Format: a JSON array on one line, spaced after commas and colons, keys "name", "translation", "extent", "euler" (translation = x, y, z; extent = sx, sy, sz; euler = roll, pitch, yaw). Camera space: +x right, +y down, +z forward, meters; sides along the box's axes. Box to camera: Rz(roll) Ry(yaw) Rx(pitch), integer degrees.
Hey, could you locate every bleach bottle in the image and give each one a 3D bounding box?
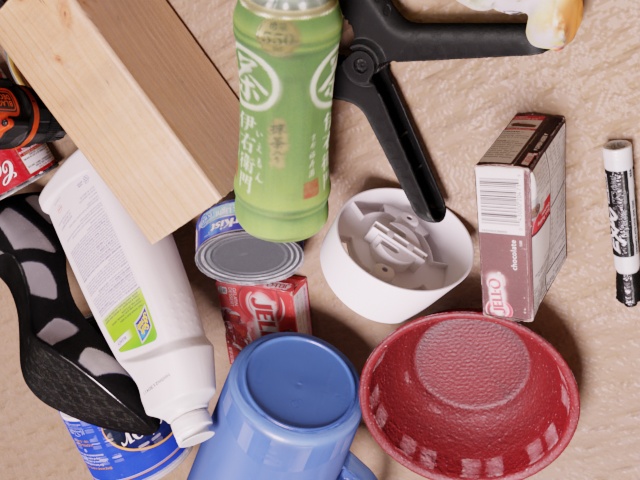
[{"name": "bleach bottle", "translation": [-0.147, 0.048, 0.856], "extent": [0.103, 0.067, 0.251], "euler": [-41, 64, 40]}]

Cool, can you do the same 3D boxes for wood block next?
[{"name": "wood block", "translation": [-0.142, -0.114, 0.811], "extent": [0.090, 0.090, 0.206], "euler": [-30, 101, 39]}]

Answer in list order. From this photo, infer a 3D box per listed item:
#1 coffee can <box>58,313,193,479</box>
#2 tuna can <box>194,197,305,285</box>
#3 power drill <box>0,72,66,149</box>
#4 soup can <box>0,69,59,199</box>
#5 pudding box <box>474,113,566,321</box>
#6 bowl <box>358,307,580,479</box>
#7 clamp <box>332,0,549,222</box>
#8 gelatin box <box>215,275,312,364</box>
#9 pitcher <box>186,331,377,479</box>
[{"name": "coffee can", "translation": [-0.191, 0.147, 0.989], "extent": [0.103, 0.102, 0.140], "euler": [-9, 113, 34]}, {"name": "tuna can", "translation": [-0.055, 0.001, 0.838], "extent": [0.086, 0.034, 0.086], "euler": [-2, 150, -1]}, {"name": "power drill", "translation": [-0.272, -0.156, 0.812], "extent": [0.057, 0.184, 0.187], "euler": [-27, 87, 17]}, {"name": "soup can", "translation": [-0.281, -0.092, 0.921], "extent": [0.069, 0.068, 0.102], "euler": [-19, 106, 37]}, {"name": "pudding box", "translation": [0.135, -0.016, 0.708], "extent": [0.039, 0.089, 0.113], "euler": [8, 121, 24]}, {"name": "bowl", "translation": [0.112, 0.108, 0.804], "extent": [0.162, 0.055, 0.162], "euler": [6, 121, 9]}, {"name": "clamp", "translation": [0.036, -0.116, 0.739], "extent": [0.210, 0.036, 0.165], "euler": [30, 126, 14]}, {"name": "gelatin box", "translation": [-0.046, 0.069, 0.904], "extent": [0.073, 0.030, 0.089], "euler": [8, 122, 24]}, {"name": "pitcher", "translation": [-0.034, 0.192, 0.893], "extent": [0.145, 0.149, 0.243], "euler": [56, 145, 31]}]
